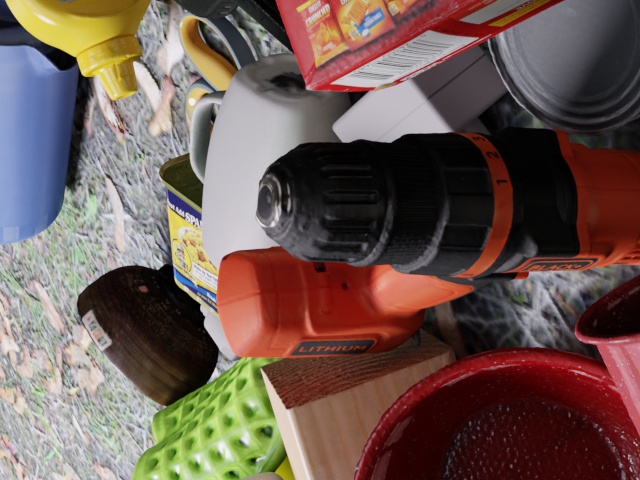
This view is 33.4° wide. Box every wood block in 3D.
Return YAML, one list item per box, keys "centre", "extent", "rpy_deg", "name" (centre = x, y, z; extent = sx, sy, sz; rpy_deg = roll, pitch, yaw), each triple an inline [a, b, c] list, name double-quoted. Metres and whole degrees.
- centre: [0.044, 0.158, 0.574]
  extent: [0.091, 0.090, 0.206]
  rpy_deg: [-153, 45, -76]
  name: "wood block"

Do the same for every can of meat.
- centre: [-0.054, 0.001, 0.672]
  extent: [0.102, 0.057, 0.084]
  rpy_deg: [35, 137, 40]
  name: "can of meat"

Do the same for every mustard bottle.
- centre: [-0.158, -0.181, 0.673]
  extent: [0.058, 0.096, 0.191]
  rpy_deg: [-17, 95, 56]
  name: "mustard bottle"

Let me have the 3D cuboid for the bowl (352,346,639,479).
- centre: [0.096, 0.122, 0.489]
  extent: [0.162, 0.055, 0.162]
  rpy_deg: [1, 97, 11]
  name: "bowl"

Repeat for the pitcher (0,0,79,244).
- centre: [-0.258, -0.116, 0.828]
  extent: [0.243, 0.145, 0.149]
  rpy_deg: [109, 160, -49]
  name: "pitcher"

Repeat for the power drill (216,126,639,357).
- centre: [0.028, 0.007, 0.444]
  extent: [0.188, 0.184, 0.057]
  rpy_deg: [-27, 65, 57]
  name: "power drill"

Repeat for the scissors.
- centre: [-0.029, -0.057, 0.639]
  extent: [0.202, 0.016, 0.096]
  rpy_deg: [52, 146, 22]
  name: "scissors"
